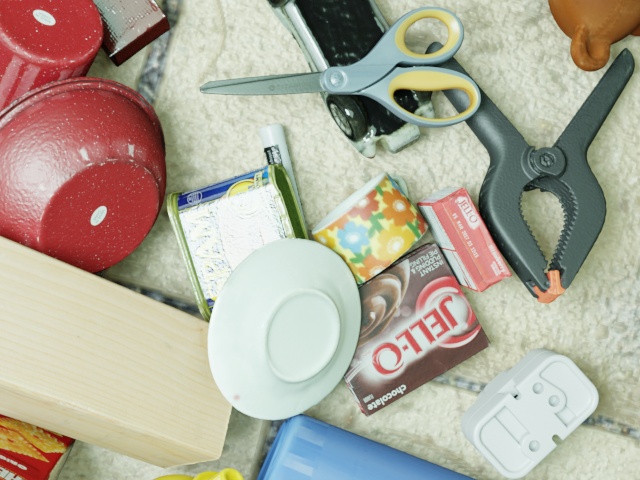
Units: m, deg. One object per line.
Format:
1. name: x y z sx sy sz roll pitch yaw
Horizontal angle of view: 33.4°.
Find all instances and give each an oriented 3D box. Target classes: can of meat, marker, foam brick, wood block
1. can of meat: -0.055 0.001 0.786 0.084 0.057 0.102 -17 92 10
2. marker: -0.024 -0.029 0.816 0.020 0.020 0.121 -14 92 -4
3. foam brick: -0.156 -0.176 0.788 0.051 0.053 0.078 -38 94 -3
4. wood block: -0.166 0.079 0.724 0.205 0.090 0.091 26 62 -28

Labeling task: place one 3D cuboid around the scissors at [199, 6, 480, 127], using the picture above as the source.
1. scissors: 0.021 -0.132 0.764 0.201 0.016 0.096 11 85 -9

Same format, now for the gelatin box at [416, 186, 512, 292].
1. gelatin box: 0.105 -0.002 0.790 0.030 0.089 0.073 -29 93 -2

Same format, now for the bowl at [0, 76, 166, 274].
1. bowl: -0.165 -0.029 0.737 0.162 0.162 0.055 -47 53 -2

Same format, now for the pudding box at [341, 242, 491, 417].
1. pudding box: 0.059 0.066 0.814 0.113 0.039 0.090 -30 94 -3

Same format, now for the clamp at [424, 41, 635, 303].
1. clamp: 0.173 -0.059 0.797 0.164 0.036 0.210 -6 73 -7

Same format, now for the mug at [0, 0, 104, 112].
1. mug: -0.202 -0.144 0.743 0.093 0.082 0.117 2 63 -31

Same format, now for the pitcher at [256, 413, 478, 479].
1. pitcher: 0.064 0.229 0.781 0.243 0.145 0.149 24 77 -1
